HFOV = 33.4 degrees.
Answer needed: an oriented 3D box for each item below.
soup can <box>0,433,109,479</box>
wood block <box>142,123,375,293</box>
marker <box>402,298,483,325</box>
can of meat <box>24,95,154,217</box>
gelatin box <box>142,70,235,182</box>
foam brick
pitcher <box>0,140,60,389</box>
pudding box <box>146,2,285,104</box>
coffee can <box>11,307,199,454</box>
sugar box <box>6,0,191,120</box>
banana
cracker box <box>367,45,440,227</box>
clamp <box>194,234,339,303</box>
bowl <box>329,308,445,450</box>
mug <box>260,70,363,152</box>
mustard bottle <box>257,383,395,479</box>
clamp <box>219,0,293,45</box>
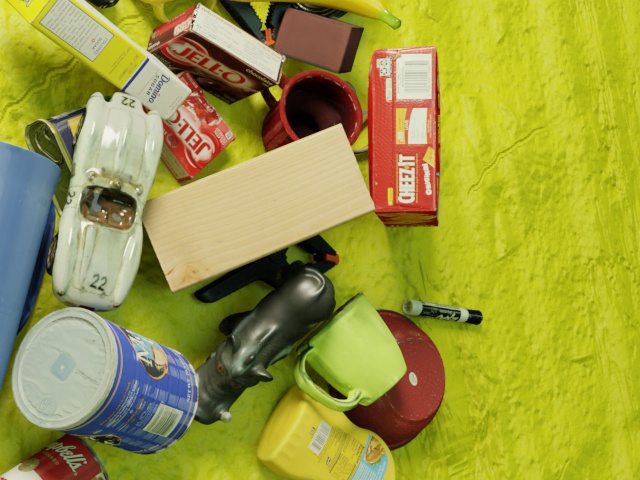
[{"bbox_3d":[-0.244,0.223,0.932,0.102,0.069,0.068,-32,103,-35],"label":"soup can"},{"bbox_3d":[-0.063,-0.029,1.030,0.206,0.090,0.091,-23,92,-6],"label":"wood block"},{"bbox_3d":[0.149,0.086,1.279,0.120,0.020,0.020,11,77,-36],"label":"marker"},{"bbox_3d":[-0.215,-0.078,1.004,0.083,0.058,0.102,-30,101,-38],"label":"can of meat"},{"bbox_3d":[-0.139,-0.115,1.083,0.073,0.030,0.089,-47,111,-32],"label":"gelatin box"},{"bbox_3d":[-0.001,-0.214,1.141,0.053,0.078,0.051,-32,140,-70],"label":"foam brick"},{"bbox_3d":[-0.299,0.040,0.889,0.149,0.145,0.243,14,79,-23],"label":"pitcher"},{"bbox_3d":[-0.106,-0.187,1.080,0.113,0.090,0.039,25,69,-32],"label":"pudding box"},{"bbox_3d":[-0.185,0.126,0.935,0.140,0.103,0.103,39,58,-59],"label":"coffee can"},{"bbox_3d":[-0.205,-0.181,0.972,0.048,0.093,0.176,-49,137,2],"label":"sugar box"},{"bbox_3d":[-0.013,-0.259,1.111,0.197,0.069,0.037,6,118,-14],"label":"banana"},{"bbox_3d":[0.091,-0.101,1.135,0.072,0.213,0.164,0,87,6],"label":"cracker box"},{"bbox_3d":[-0.057,0.001,1.122,0.171,0.039,0.120,-2,95,-37],"label":"clamp"},{"bbox_3d":[0.089,0.156,1.201,0.161,0.055,0.162,6,80,-36],"label":"bowl"},{"bbox_3d":[-0.022,-0.131,1.134,0.117,0.082,0.093,44,65,-6],"label":"mug"},{"bbox_3d":[0.025,0.240,1.138,0.191,0.058,0.096,42,61,-25],"label":"mustard bottle"},{"bbox_3d":[-0.083,-0.312,1.136,0.164,0.036,0.210,-3,96,-14],"label":"clamp"}]
